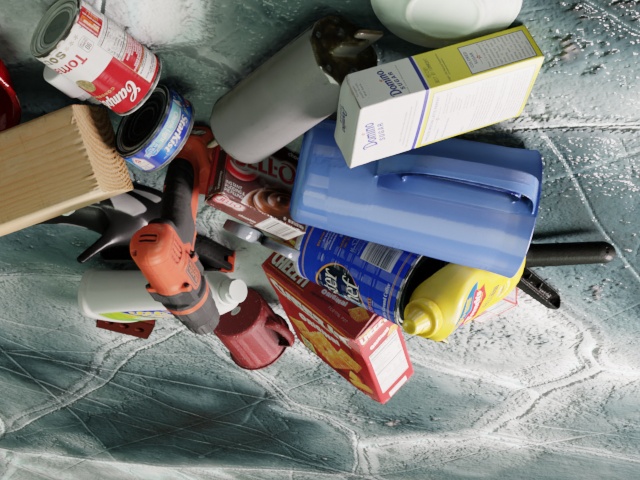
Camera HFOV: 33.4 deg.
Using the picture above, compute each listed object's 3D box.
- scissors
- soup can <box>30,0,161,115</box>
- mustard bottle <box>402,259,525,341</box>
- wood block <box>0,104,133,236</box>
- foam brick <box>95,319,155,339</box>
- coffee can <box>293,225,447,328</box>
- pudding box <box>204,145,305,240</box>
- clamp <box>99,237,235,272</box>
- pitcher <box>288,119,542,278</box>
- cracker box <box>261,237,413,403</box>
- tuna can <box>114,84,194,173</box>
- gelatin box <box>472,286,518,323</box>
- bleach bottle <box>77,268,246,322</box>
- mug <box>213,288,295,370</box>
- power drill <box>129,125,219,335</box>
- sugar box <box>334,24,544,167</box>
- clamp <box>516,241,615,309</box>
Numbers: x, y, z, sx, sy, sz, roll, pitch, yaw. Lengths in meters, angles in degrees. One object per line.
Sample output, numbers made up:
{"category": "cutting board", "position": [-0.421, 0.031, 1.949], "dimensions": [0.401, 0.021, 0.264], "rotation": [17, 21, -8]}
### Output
{"category": "scissors", "position": [-0.058, 0.001, 1.203], "dimensions": [0.096, 0.016, 0.201], "rotation": [25, -179, 9]}
{"category": "soup can", "position": [-0.207, -0.171, 0.986], "dimensions": [0.069, 0.068, 0.102], "rotation": [-18, 142, 37]}
{"category": "mustard bottle", "position": [0.148, 0.058, 1.151], "dimensions": [0.058, 0.191, 0.096], "rotation": [40, 129, 21]}
{"category": "wood block", "position": [-0.307, -0.059, 1.069], "dimensions": [0.206, 0.091, 0.090], "rotation": [-18, -179, 12]}
{"category": "foam brick", "position": [-0.270, 0.098, 1.495], "dimensions": [0.078, 0.051, 0.053], "rotation": [15, 150, -14]}
{"category": "coffee can", "position": [0.055, 0.022, 1.183], "dimensions": [0.140, 0.102, 0.102], "rotation": [26, 160, 27]}
{"category": "pudding box", "position": [-0.064, -0.062, 1.127], "dimensions": [0.113, 0.090, 0.039], "rotation": [27, 147, -33]}
{"category": "clamp", "position": [-0.196, 0.015, 1.347], "dimensions": [0.171, 0.039, 0.120], "rotation": [17, 162, -22]}
{"category": "pitcher", "position": [0.096, -0.052, 1.074], "dimensions": [0.243, 0.145, 0.149], "rotation": [11, 124, -2]}
{"category": "cracker box", "position": [0.024, 0.102, 1.341], "dimensions": [0.164, 0.072, 0.213], "rotation": [36, 164, 28]}
{"category": "tuna can", "position": [-0.166, -0.112, 1.063], "dimensions": [0.086, 0.086, 0.033], "rotation": [-20, 140, 39]}
{"category": "gelatin box", "position": [0.197, 0.070, 1.368], "dimensions": [0.089, 0.030, 0.073], "rotation": [21, 147, -24]}
{"category": "bleach bottle", "position": [-0.195, 0.067, 1.354], "dimensions": [0.251, 0.068, 0.102], "rotation": [-5, 165, 43]}
{"category": "mug", "position": [-0.089, 0.120, 1.453], "dimensions": [0.117, 0.093, 0.081], "rotation": [12, 152, 32]}
{"category": "power drill", "position": [-0.137, -0.012, 1.132], "dimensions": [0.057, 0.187, 0.184], "rotation": [-2, 148, 12]}
{"category": "sugar box", "position": [0.102, -0.128, 0.947], "dimensions": [0.176, 0.048, 0.093], "rotation": [-15, 153, -13]}
{"category": "clamp", "position": [0.230, 0.020, 1.263], "dimensions": [0.209, 0.036, 0.165], "rotation": [17, 151, -13]}
